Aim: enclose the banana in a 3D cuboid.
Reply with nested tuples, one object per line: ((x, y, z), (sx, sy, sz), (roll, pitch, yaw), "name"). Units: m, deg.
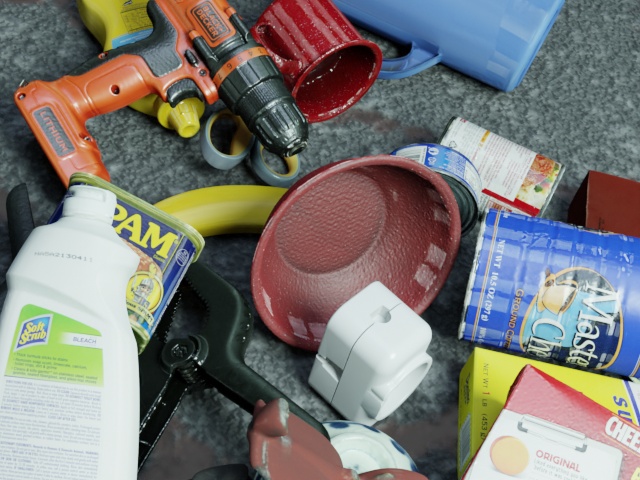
((-0.051, -0.013, 0.826), (0.197, 0.037, 0.069), (9, 50, -6), "banana")

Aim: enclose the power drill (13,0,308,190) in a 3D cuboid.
((-0.124, -0.104, 0.824), (0.187, 0.057, 0.184), (-33, 74, -8), "power drill")

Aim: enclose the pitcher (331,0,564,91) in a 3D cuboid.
((0.092, -0.229, 0.991), (0.243, 0.149, 0.144), (29, 36, 7), "pitcher")

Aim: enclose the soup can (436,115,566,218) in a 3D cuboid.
((0.142, -0.053, 0.887), (0.102, 0.069, 0.068), (26, 50, 9), "soup can")

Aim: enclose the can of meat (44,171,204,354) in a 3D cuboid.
((-0.142, 0.017, 0.714), (0.102, 0.058, 0.084), (28, 61, -5), "can of meat")

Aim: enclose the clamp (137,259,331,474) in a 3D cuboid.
((-0.096, 0.091, 0.715), (0.164, 0.036, 0.210), (-23, 46, 0), "clamp")

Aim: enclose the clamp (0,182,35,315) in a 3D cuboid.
((-0.197, 0.033, 0.746), (0.120, 0.039, 0.171), (20, 54, 12), "clamp")

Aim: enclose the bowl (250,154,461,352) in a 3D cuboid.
((0.018, 0.001, 0.769), (0.161, 0.162, 0.055), (-9, 33, -20), "bowl")

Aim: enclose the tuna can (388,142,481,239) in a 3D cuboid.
((0.084, -0.036, 0.847), (0.086, 0.086, 0.033), (16, 48, -1), "tuna can")

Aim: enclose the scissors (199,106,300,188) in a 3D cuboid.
((-0.043, -0.111, 0.920), (0.096, 0.016, 0.201), (35, 39, -6), "scissors")

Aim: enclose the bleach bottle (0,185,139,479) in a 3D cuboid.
((-0.146, 0.092, 0.630), (0.102, 0.068, 0.251), (8, 77, -4), "bleach bottle")

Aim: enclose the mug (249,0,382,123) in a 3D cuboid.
((-0.015, -0.162, 0.913), (0.117, 0.093, 0.081), (-7, 53, -45), "mug")

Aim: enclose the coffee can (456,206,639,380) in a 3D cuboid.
((0.179, 0.038, 0.783), (0.140, 0.103, 0.102), (12, 49, 9), "coffee can")

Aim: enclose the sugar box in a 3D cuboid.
((0.186, 0.140, 0.753), (0.176, 0.048, 0.093), (11, 51, -3), "sugar box")

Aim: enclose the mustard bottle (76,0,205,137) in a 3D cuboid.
((-0.141, -0.162, 0.913), (0.096, 0.058, 0.192), (-12, 55, -21), "mustard bottle")
